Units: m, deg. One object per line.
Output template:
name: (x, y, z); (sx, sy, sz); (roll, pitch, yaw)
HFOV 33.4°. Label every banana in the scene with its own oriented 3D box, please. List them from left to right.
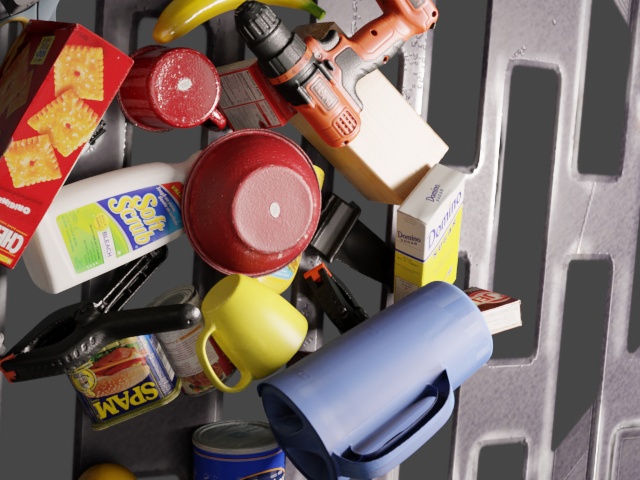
banana: (-0.092, -0.255, 1.138); (0.197, 0.070, 0.037); (-15, 148, -21)

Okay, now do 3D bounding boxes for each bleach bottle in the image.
bleach bottle: (-0.188, -0.039, 1.104); (0.250, 0.068, 0.102); (-27, 117, -31)

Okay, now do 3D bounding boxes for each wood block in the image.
wood block: (0.034, -0.141, 1.205); (0.206, 0.090, 0.090); (43, 75, -27)

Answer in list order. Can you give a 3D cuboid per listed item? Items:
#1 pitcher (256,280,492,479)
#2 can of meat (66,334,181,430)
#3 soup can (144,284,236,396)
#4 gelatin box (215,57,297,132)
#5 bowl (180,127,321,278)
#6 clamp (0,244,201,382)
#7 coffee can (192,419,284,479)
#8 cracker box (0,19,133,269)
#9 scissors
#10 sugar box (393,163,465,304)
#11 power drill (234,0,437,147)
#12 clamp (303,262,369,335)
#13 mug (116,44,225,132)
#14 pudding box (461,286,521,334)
pitcher: (0.069, 0.149, 1.120); (0.242, 0.145, 0.149); (-32, 78, -23)
can of meat: (-0.208, 0.137, 1.109); (0.102, 0.057, 0.084); (-22, 106, 6)
soup can: (-0.142, 0.108, 1.151); (0.068, 0.069, 0.102); (-34, 111, -21)
gelatin box: (-0.075, -0.155, 1.141); (0.030, 0.089, 0.073); (-47, 117, -33)
bowl: (-0.060, -0.035, 1.112); (0.161, 0.055, 0.162); (-4, 100, -26)
clamp: (-0.221, 0.085, 1.067); (0.209, 0.165, 0.036); (-32, 121, -12)
coffee can: (-0.090, 0.281, 1.182); (0.102, 0.103, 0.140); (-4, 99, -29)
cracker box: (-0.276, -0.098, 0.982); (0.072, 0.164, 0.213); (33, 86, -31)
scissors: (-0.260, -0.229, 1.072); (0.096, 0.016, 0.201); (46, 74, -27)
sugar box: (0.125, 0.007, 1.236); (0.093, 0.048, 0.176); (-49, 154, -34)
power drill: (0.020, -0.218, 1.102); (0.187, 0.057, 0.184); (-47, 119, -12)
clamp: (0.042, 0.104, 1.234); (0.039, 0.120, 0.171); (-39, 111, 7)
mug: (-0.146, -0.150, 1.107); (0.117, 0.082, 0.093); (40, 77, -27)
pudding box: (0.176, 0.093, 1.314); (0.113, 0.090, 0.039); (-16, 105, -26)
